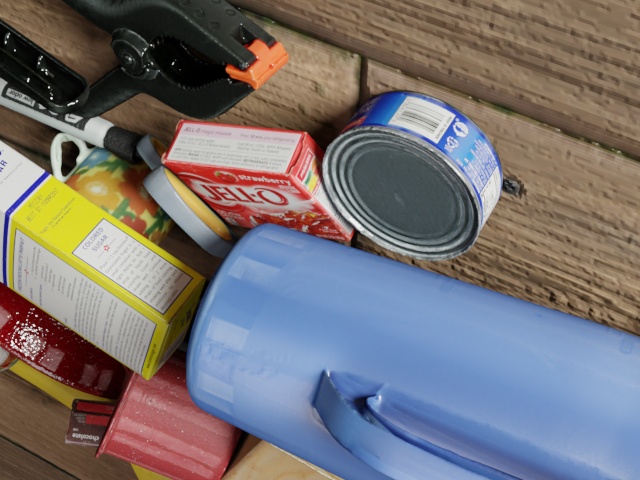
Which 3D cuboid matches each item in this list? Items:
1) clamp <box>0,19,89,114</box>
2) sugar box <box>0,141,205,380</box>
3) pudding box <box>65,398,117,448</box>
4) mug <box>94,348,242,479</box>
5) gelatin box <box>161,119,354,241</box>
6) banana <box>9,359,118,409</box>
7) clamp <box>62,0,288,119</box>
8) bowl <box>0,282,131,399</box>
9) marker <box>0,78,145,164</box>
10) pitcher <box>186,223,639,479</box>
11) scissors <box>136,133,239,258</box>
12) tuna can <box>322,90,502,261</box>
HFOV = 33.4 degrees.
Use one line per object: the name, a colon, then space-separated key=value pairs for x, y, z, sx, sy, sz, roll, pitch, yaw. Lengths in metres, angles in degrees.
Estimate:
clamp: x=-0.217 y=-0.135 z=0.606 sx=0.210 sy=0.036 sz=0.164 roll=-2 pitch=123 yaw=52
sugar box: x=-0.159 y=0.007 z=0.651 sx=0.176 sy=0.048 sz=0.093 roll=36 pitch=147 yaw=5
pudding box: x=-0.136 y=0.151 z=0.846 sx=0.090 sy=0.039 sz=0.113 roll=5 pitch=171 yaw=15
mug: x=-0.101 y=0.126 z=0.731 sx=0.081 sy=0.093 sz=0.117 roll=24 pitch=134 yaw=-8
gelatin box: x=-0.031 y=-0.032 z=0.581 sx=0.089 sy=0.030 sz=0.073 roll=8 pitch=157 yaw=33
banana: x=-0.228 y=0.133 z=0.965 sx=0.198 sy=0.037 sz=0.070 roll=35 pitch=145 yaw=1
clamp: x=-0.097 y=-0.112 z=0.555 sx=0.172 sy=0.039 sz=0.120 roll=7 pitch=140 yaw=37
bowl: x=-0.199 y=0.054 z=0.819 sx=0.162 sy=0.055 sz=0.162 roll=21 pitch=150 yaw=13
marker: x=-0.158 y=-0.076 z=0.666 sx=0.121 sy=0.020 sz=0.020 roll=24 pitch=145 yaw=16
pitcher: x=0.055 y=0.080 z=0.539 sx=0.243 sy=0.145 sz=0.149 roll=20 pitch=150 yaw=14
scissors: x=-0.054 y=0.001 z=0.663 sx=0.096 sy=0.016 sz=0.201 roll=56 pitch=-174 yaw=36
tuna can: x=0.046 y=-0.032 z=0.530 sx=0.086 sy=0.033 sz=0.086 roll=23 pitch=144 yaw=18
